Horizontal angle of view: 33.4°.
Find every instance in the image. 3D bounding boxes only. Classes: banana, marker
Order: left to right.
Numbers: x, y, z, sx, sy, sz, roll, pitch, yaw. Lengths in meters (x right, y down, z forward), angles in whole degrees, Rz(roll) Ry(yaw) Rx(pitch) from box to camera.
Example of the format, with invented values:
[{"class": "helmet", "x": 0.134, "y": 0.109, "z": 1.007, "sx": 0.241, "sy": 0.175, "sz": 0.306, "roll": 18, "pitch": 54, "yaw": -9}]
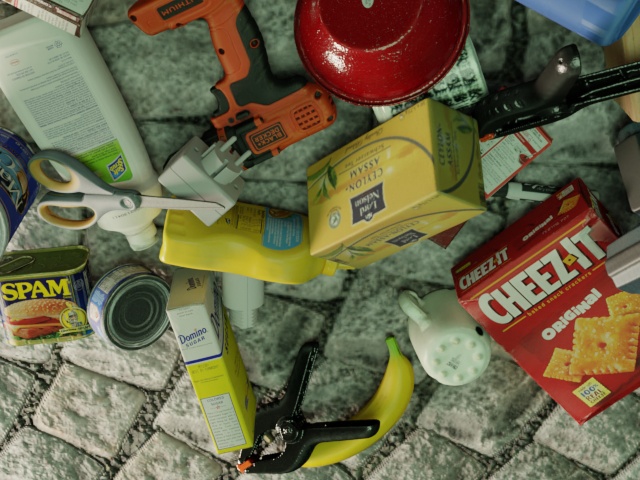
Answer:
[{"class": "banana", "x": 0.043, "y": 0.192, "z": 1.171, "sx": 0.069, "sy": 0.037, "sz": 0.198, "roll": 42, "pitch": 107, "yaw": 8}, {"class": "marker", "x": 0.218, "y": -0.047, "z": 1.071, "sx": 0.121, "sy": 0.020, "sz": 0.020, "roll": 7, "pitch": 114, "yaw": -4}]

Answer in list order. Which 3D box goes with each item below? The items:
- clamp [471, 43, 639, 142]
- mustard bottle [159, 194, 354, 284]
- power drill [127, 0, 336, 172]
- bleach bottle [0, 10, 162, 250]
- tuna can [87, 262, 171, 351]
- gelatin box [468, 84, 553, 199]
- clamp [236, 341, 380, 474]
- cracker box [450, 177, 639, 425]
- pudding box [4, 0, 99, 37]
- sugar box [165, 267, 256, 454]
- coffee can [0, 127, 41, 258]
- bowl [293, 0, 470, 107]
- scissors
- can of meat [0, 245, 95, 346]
[{"class": "clamp", "x": 0.214, "y": -0.127, "z": 0.931, "sx": 0.164, "sy": 0.210, "sz": 0.036, "roll": -5, "pitch": 82, "yaw": -27}, {"class": "mustard bottle", "x": -0.057, "y": 0.002, "z": 1.047, "sx": 0.191, "sy": 0.096, "sz": 0.058, "roll": 10, "pitch": 118, "yaw": -6}, {"class": "power drill", "x": -0.101, "y": -0.151, "z": 1.001, "sx": 0.184, "sy": 0.057, "sz": 0.187, "roll": -24, "pitch": 114, "yaw": 13}, {"class": "bleach bottle", "x": -0.227, "y": -0.099, "z": 1.020, "sx": 0.102, "sy": 0.068, "sz": 0.251, "roll": -18, "pitch": 116, "yaw": 10}, {"class": "tuna can", "x": -0.191, "y": 0.068, "z": 1.086, "sx": 0.085, "sy": 0.034, "sz": 0.086, "roll": -16, "pitch": 118, "yaw": -34}, {"class": "gelatin box", "x": 0.168, "y": -0.095, "z": 1.034, "sx": 0.089, "sy": 0.030, "sz": 0.073, "roll": -42, "pitch": 90, "yaw": 15}, {"class": "clamp", "x": -0.019, "y": 0.205, "z": 1.156, "sx": 0.120, "sy": 0.039, "sz": 0.172, "roll": 46, "pitch": 113, "yaw": 16}, {"class": "cracker box", "x": 0.264, "y": 0.068, "z": 1.086, "sx": 0.164, "sy": 0.072, "sz": 0.213, "roll": -38, "pitch": 114, "yaw": 19}, {"class": "pudding box", "x": -0.227, "y": -0.247, "z": 0.931, "sx": 0.090, "sy": 0.113, "sz": 0.039, "roll": 25, "pitch": 156, "yaw": -11}, {"class": "sugar box", "x": -0.110, "y": 0.121, "z": 1.102, "sx": 0.048, "sy": 0.093, "sz": 0.176, "roll": -12, "pitch": 114, "yaw": 4}, {"class": "coffee can", "x": -0.327, "y": -0.039, "z": 1.000, "sx": 0.103, "sy": 0.140, "sz": 0.103, "roll": 0, "pitch": 114, "yaw": -1}, {"class": "bowl", "x": 0.048, "y": -0.202, "z": 0.937, "sx": 0.162, "sy": 0.055, "sz": 0.162, "roll": -2, "pitch": 82, "yaw": 13}, {"class": "scissors", "x": -0.191, "y": -0.052, "z": 0.985, "sx": 0.202, "sy": 0.016, "sz": 0.096, "roll": -9, "pitch": 125, "yaw": 29}, {"class": "can of meat", "x": -0.281, "y": 0.057, "z": 1.091, "sx": 0.102, "sy": 0.057, "sz": 0.084, "roll": -5, "pitch": 116, "yaw": 1}]
